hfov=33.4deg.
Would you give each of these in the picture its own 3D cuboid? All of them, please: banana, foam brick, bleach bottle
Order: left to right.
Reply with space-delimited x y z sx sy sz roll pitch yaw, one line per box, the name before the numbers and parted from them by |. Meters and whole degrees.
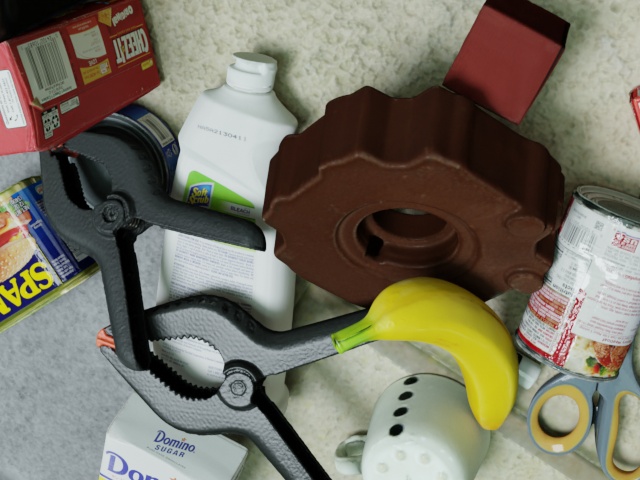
bleach bottle | -0.055 0.001 0.721 0.102 0.068 0.251 14 111 11
banana | 0.082 0.066 0.653 0.070 0.037 0.197 -38 139 16
foam brick | 0.109 -0.109 0.621 0.051 0.078 0.053 29 115 3

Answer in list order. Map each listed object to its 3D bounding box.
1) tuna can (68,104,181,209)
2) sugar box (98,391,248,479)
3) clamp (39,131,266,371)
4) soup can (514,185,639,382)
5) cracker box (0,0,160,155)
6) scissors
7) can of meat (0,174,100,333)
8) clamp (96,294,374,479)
tuna can | -0.139 -0.051 0.741 0.086 0.033 0.086 6 111 15
sugar box | -0.116 0.189 0.783 0.093 0.048 0.176 26 141 6
clamp | -0.115 -0.016 0.682 0.120 0.039 0.171 -35 75 2
soup can | 0.168 0.025 0.650 0.068 0.068 0.102 21 109 8
cracker box | -0.234 -0.095 0.679 0.214 0.164 0.072 -6 109 20
scissors | 0.178 0.066 0.701 0.096 0.016 0.202 -3 103 23
can of meat | -0.221 0.011 0.777 0.102 0.057 0.084 -30 97 23
clamp | -0.040 0.082 0.689 0.210 0.036 0.165 24 103 8
